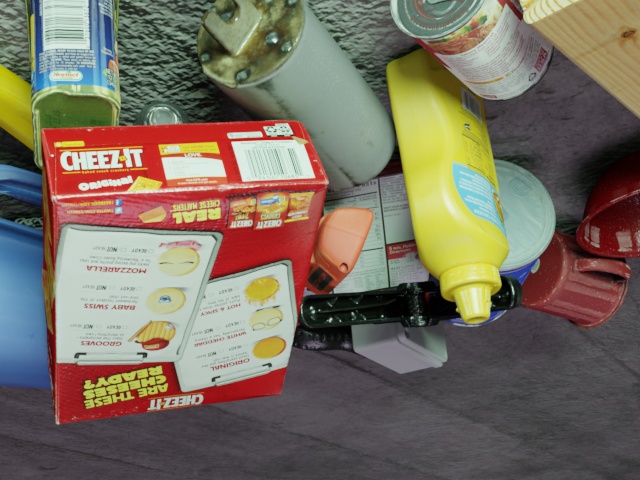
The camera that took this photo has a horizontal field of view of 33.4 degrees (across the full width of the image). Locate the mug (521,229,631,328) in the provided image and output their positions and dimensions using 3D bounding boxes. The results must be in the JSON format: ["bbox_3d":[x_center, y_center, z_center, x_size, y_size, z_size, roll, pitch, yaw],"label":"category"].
[{"bbox_3d":[0.250,0.034,1.053,0.081,0.093,0.117,15,167,-31],"label":"mug"}]

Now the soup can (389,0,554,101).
[{"bbox_3d":[0.098,-0.137,0.674,0.069,0.068,0.102,-21,153,28],"label":"soup can"}]

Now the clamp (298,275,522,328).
[{"bbox_3d":[0.068,0.052,0.855,0.164,0.036,0.210,-5,175,3],"label":"clamp"}]

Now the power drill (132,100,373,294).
[{"bbox_3d":[-0.059,-0.029,0.791,0.187,0.057,0.185,25,163,-4],"label":"power drill"}]

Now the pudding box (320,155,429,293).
[{"bbox_3d":[0.044,-0.012,0.898,0.090,0.039,0.113,-9,117,-3],"label":"pudding box"}]

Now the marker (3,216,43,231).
[{"bbox_3d":[-0.243,-0.011,0.915,0.121,0.020,0.020,-3,155,-9],"label":"marker"}]

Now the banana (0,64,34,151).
[{"bbox_3d":[-0.197,-0.081,0.725,0.037,0.070,0.197,-48,140,-1],"label":"banana"}]

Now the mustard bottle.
[{"bbox_3d":[0.094,-0.034,0.748,0.058,0.191,0.096,-20,152,26],"label":"mustard bottle"}]

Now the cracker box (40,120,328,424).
[{"bbox_3d":[-0.097,0.022,0.700,0.164,0.072,0.214,-5,137,-17],"label":"cracker box"}]

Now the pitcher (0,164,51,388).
[{"bbox_3d":[-0.211,0.045,0.820,0.149,0.145,0.242,-18,156,40],"label":"pitcher"}]

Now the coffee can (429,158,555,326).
[{"bbox_3d":[0.141,0.005,0.952,0.102,0.103,0.140,-4,155,-6],"label":"coffee can"}]

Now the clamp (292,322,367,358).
[{"bbox_3d":[0.017,0.093,1.155,0.171,0.039,0.120,14,-167,-6],"label":"clamp"}]

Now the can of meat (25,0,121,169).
[{"bbox_3d":[-0.154,-0.101,0.667,0.057,0.084,0.102,-1,155,-13],"label":"can of meat"}]
